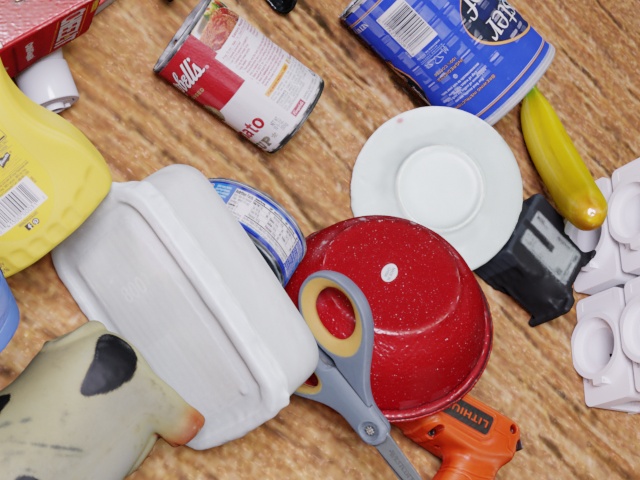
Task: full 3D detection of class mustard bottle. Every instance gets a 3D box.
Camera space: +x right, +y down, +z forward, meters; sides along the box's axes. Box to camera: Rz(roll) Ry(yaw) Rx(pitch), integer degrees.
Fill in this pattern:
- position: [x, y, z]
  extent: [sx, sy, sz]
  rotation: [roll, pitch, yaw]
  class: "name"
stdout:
- position: [-0.200, -0.068, 0.544]
  extent: [0.096, 0.058, 0.191]
  rotation: [-37, 127, 2]
  class: "mustard bottle"

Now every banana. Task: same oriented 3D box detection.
- position: [0.193, -0.060, 0.863]
  extent: [0.069, 0.037, 0.198]
  rotation: [47, 19, -38]
  class: "banana"

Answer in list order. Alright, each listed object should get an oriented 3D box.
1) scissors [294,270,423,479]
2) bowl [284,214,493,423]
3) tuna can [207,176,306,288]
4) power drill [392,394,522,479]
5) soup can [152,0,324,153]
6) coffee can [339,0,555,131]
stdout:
- position: [0.037, 0.098, 0.660]
  extent: [0.202, 0.096, 0.016]
  rotation: [39, 26, 11]
  class: "scissors"
- position: [0.043, 0.038, 0.717]
  extent: [0.162, 0.055, 0.162]
  rotation: [4, 54, -6]
  class: "bowl"
- position: [-0.055, 0.001, 0.691]
  extent: [0.086, 0.086, 0.033]
  rotation: [39, 57, -13]
  class: "tuna can"
- position: [0.050, 0.181, 0.704]
  extent: [0.184, 0.057, 0.187]
  rotation: [31, 60, -15]
  class: "power drill"
- position: [-0.056, -0.116, 0.748]
  extent: [0.102, 0.069, 0.068]
  rotation: [35, 56, -16]
  class: "soup can"
- position: [0.100, -0.164, 0.842]
  extent: [0.140, 0.103, 0.102]
  rotation: [43, 55, -10]
  class: "coffee can"
